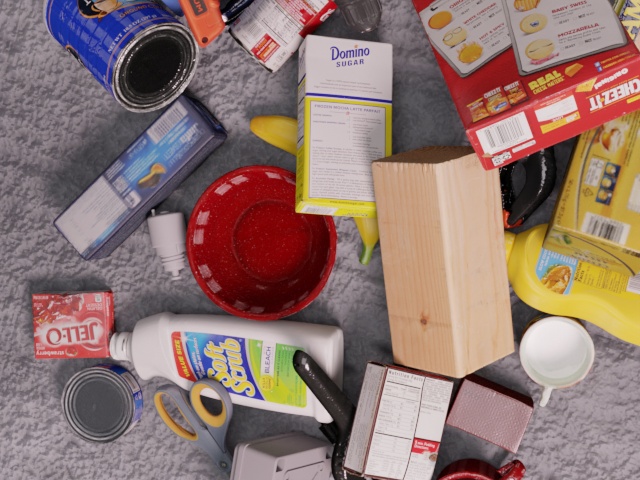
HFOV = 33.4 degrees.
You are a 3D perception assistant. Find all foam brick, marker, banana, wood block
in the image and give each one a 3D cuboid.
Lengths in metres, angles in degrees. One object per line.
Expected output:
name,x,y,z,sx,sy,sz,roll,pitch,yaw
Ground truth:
foam brick,0.173,0.174,1.092,0.078,0.051,0.053,23,96,9
marker,0.038,0.239,1.138,0.020,0.020,0.121,-37,86,10
banana,0.008,-0.069,1.119,0.070,0.037,0.198,-39,85,8
wood block,0.120,0.016,1.040,0.091,0.090,0.206,7,109,47

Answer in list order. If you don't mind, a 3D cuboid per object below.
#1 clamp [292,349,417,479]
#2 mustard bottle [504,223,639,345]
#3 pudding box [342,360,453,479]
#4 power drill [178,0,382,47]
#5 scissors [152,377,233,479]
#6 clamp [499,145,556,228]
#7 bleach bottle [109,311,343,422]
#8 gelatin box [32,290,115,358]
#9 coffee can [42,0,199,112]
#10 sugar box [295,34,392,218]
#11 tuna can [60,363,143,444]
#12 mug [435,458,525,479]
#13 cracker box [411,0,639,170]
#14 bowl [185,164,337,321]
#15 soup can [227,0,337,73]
clamp,0.042,0.190,1.086,0.164,0.036,0.210,-2,97,-32
mustard bottle,0.248,0.033,1.056,0.192,0.058,0.096,19,58,10
pudding box,0.078,0.183,1.063,0.089,0.039,0.113,17,82,-31
power drill,-0.048,-0.258,1.027,0.187,0.057,0.184,-26,108,-4
scissors,-0.094,0.221,1.133,0.201,0.016,0.096,46,122,-6
clamp,0.198,-0.101,1.071,0.120,0.039,0.171,33,113,44
bleach bottle,-0.104,0.131,1.139,0.251,0.068,0.102,3,99,14
gelatin box,-0.273,0.093,1.185,0.089,0.030,0.073,-2,93,11
coffee can,-0.206,-0.211,1.095,0.140,0.102,0.103,43,100,31
sugar box,0.024,-0.114,1.078,0.093,0.048,0.176,4,76,-13
tuna can,-0.241,0.180,1.181,0.086,0.033,0.086,1,93,11
mug,0.160,0.262,1.084,0.117,0.081,0.093,-45,85,10
cracker box,0.193,-0.183,1.005,0.164,0.072,0.214,-23,47,11
bowl,-0.057,0.001,1.126,0.162,0.055,0.162,1,93,11
soup can,-0.038,-0.232,1.104,0.102,0.068,0.068,-45,84,10
